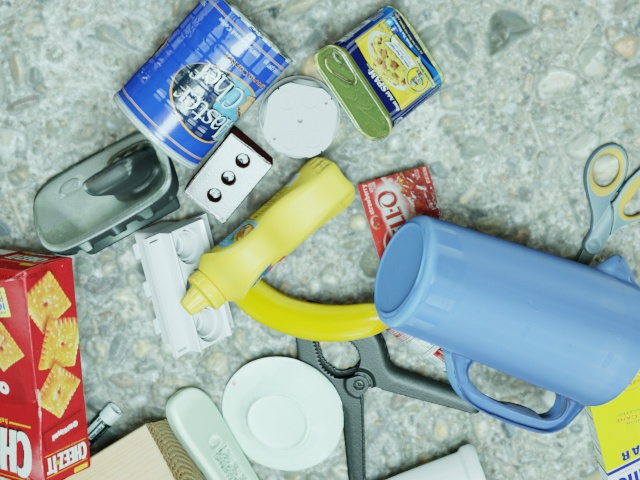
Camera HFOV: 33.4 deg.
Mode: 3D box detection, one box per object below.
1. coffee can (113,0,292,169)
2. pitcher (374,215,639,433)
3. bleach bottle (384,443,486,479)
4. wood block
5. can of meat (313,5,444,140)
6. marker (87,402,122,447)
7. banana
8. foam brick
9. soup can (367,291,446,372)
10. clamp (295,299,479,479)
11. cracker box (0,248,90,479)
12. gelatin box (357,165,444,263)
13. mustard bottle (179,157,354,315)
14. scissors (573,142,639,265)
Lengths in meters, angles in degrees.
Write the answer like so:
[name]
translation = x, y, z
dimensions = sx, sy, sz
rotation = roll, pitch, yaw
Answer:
[coffee can]
translation = -0.110, -0.152, 1.004
dimensions = 0.102, 0.103, 0.140
rotation = 43, 98, -9
[pitcher]
translation = 0.173, 0.073, 1.004
dimensions = 0.242, 0.149, 0.145
rotation = 19, 139, -20
[bleach bottle]
translation = 0.055, 0.295, 1.113
dimensions = 0.251, 0.068, 0.102
rotation = -18, 131, 4
[wood block]
translation = -0.229, 0.274, 1.087
dimensions = 0.206, 0.090, 0.091
rotation = -32, 80, 5
[can of meat]
translation = 0.057, -0.161, 1.015
dimensions = 0.083, 0.058, 0.102
rotation = -40, 102, -24
[marker]
translation = -0.256, 0.218, 1.121
dimensions = 0.020, 0.020, 0.121
rotation = 44, 97, -9
[banana]
translation = -0.020, 0.063, 1.052
dimensions = 0.198, 0.037, 0.070
rotation = 22, 107, 17
[foam brick]
translation = -0.090, -0.065, 1.049
dimensions = 0.053, 0.051, 0.078
rotation = 38, 98, -9
[soup can]
translation = 0.105, 0.078, 1.075
dimensions = 0.102, 0.068, 0.068
rotation = 37, 99, -9
[clamp]
translation = 0.037, 0.153, 1.105
dimensions = 0.210, 0.036, 0.165
rotation = 44, 104, -6
[cracker box]
translation = -0.312, 0.117, 1.034
dimensions = 0.164, 0.072, 0.214
rotation = 6, 104, 32
[gelatin box]
translation = 0.083, -0.022, 1.053
dimensions = 0.073, 0.030, 0.089
rotation = -16, 70, 2
[mustard bottle]
translation = -0.056, 0.002, 1.015
dimensions = 0.191, 0.096, 0.058
rotation = -41, 99, -12
[scissors]
translation = 0.269, -0.015, 1.086
dimensions = 0.096, 0.016, 0.202
rotation = 44, 98, -8
